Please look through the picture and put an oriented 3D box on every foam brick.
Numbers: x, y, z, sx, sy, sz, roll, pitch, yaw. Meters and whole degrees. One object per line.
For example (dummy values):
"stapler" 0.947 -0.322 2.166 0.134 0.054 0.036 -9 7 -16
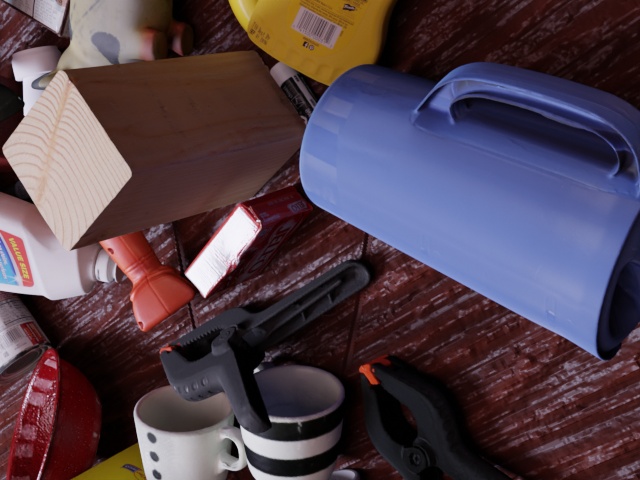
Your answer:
"foam brick" -0.296 -0.106 0.979 0.051 0.052 0.078 -10 77 34

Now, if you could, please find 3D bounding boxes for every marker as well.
"marker" 0.001 -0.086 0.816 0.020 0.020 0.121 -40 79 34

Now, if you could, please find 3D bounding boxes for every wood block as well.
"wood block" -0.112 -0.073 0.781 0.091 0.205 0.090 -42 77 34

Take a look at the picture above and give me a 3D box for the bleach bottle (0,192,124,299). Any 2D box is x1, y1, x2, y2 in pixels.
"bleach bottle" -0.300 -0.006 0.977 0.251 0.068 0.103 10 113 9

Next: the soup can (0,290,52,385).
"soup can" -0.317 0.082 1.043 0.102 0.068 0.069 52 124 12

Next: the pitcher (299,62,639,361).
"pitcher" 0.107 -0.038 0.688 0.243 0.144 0.149 26 102 30

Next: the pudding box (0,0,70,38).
"pudding box" -0.228 -0.243 0.919 0.090 0.039 0.114 33 115 26

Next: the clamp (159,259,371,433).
"clamp" -0.057 0.081 0.854 0.036 0.164 0.210 51 151 -20

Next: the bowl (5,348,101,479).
"bowl" -0.246 0.185 1.001 0.162 0.055 0.162 -45 37 49

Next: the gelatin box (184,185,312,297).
"gelatin box" -0.055 0.001 0.843 0.030 0.073 0.089 49 122 13

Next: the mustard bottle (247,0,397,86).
"mustard bottle" 0.028 -0.206 0.738 0.096 0.058 0.192 29 116 2

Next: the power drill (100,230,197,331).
"power drill" -0.173 -0.018 0.863 0.057 0.184 0.187 -34 93 -4

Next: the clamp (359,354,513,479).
"clamp" 0.091 0.161 0.805 0.120 0.039 0.171 -29 85 34
